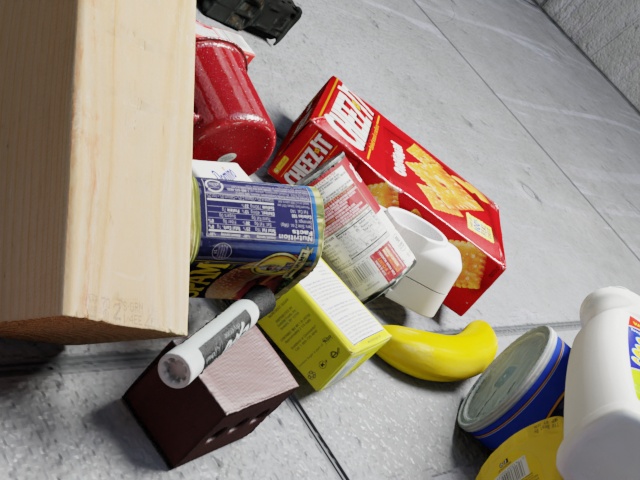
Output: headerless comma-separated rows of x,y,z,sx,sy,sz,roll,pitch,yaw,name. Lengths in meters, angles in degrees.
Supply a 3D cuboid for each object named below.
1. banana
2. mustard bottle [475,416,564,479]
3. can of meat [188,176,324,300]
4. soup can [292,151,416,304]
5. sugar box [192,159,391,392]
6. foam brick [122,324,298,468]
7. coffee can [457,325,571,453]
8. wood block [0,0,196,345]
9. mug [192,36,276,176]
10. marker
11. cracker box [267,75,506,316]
0.101,0.085,0.866,0.197,0.037,0.070,11,39,-50,banana
0.145,0.203,0.666,0.058,0.096,0.191,36,25,-17,mustard bottle
-0.054,0.001,0.638,0.083,0.102,0.057,4,69,-24,can of meat
0.018,-0.007,0.812,0.102,0.069,0.068,55,23,-5,soup can
-0.033,0.021,0.747,0.176,0.048,0.093,46,14,12,sugar box
-0.061,0.085,0.599,0.051,0.053,0.078,50,26,16,foam brick
0.191,0.149,0.818,0.140,0.103,0.102,42,24,-3,coffee can
-0.126,-0.054,0.550,0.090,0.091,0.206,18,69,-54,wood block
-0.089,-0.097,0.802,0.117,0.093,0.081,38,22,-59,mug
-0.052,0.049,0.578,0.020,0.020,0.121,45,24,3,marker
0.067,-0.047,0.975,0.213,0.072,0.164,37,21,-8,cracker box
